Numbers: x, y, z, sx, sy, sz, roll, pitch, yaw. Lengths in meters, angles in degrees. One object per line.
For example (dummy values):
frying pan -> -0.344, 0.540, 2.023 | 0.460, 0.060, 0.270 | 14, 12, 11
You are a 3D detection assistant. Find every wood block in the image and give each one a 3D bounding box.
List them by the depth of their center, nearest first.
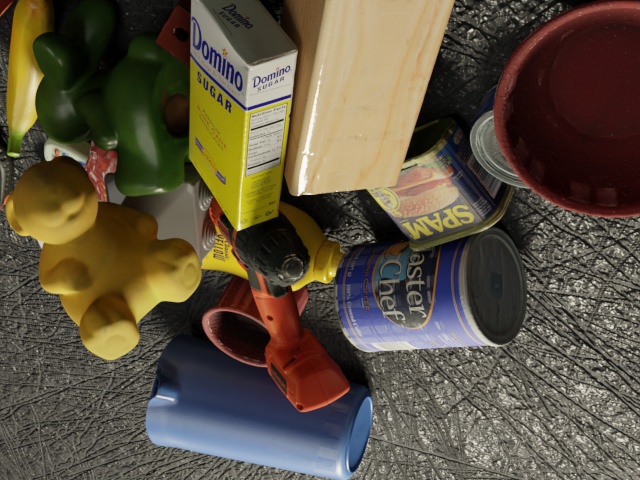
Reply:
wood block -> 0.023, -0.134, 0.765 | 0.090, 0.091, 0.206 | -7, 146, -15

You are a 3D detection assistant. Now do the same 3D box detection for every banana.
banana -> -0.261, -0.163, 0.965 | 0.037, 0.069, 0.198 | -1, 143, -21

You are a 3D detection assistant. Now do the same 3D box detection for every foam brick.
foam brick -> -0.082, -0.166, 0.854 | 0.078, 0.051, 0.053 | 35, 143, -9

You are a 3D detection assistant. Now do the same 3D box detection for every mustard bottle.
mustard bottle -> -0.057, 0.002, 1.034 | 0.192, 0.058, 0.096 | 16, 131, 16

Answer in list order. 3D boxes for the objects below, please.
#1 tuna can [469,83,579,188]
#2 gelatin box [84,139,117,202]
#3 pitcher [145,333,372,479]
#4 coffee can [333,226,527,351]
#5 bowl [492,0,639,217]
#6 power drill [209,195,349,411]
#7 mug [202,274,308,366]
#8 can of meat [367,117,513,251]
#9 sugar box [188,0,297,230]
tuna can -> 0.158, -0.080, 0.815 | 0.086, 0.033, 0.086 | 18, 143, 14
gelatin box -> -0.186, -0.074, 1.026 | 0.073, 0.030, 0.089 | 26, 120, 5
pitcher -> -0.065, 0.196, 1.234 | 0.243, 0.149, 0.145 | 11, 126, 18
coffee can -> 0.097, 0.046, 0.950 | 0.141, 0.102, 0.102 | -8, 131, 39
bowl -> 0.201, -0.097, 0.727 | 0.162, 0.055, 0.162 | 7, 125, 10
power drill -> -0.031, 0.052, 0.924 | 0.185, 0.057, 0.187 | -134, 24, -63
mug -> -0.066, 0.077, 1.112 | 0.093, 0.081, 0.117 | 26, 144, 2
can of meat -> 0.093, -0.047, 0.880 | 0.102, 0.057, 0.084 | -19, 121, 45
sugar box -> -0.063, -0.099, 0.803 | 0.093, 0.048, 0.176 | 54, 155, 31
